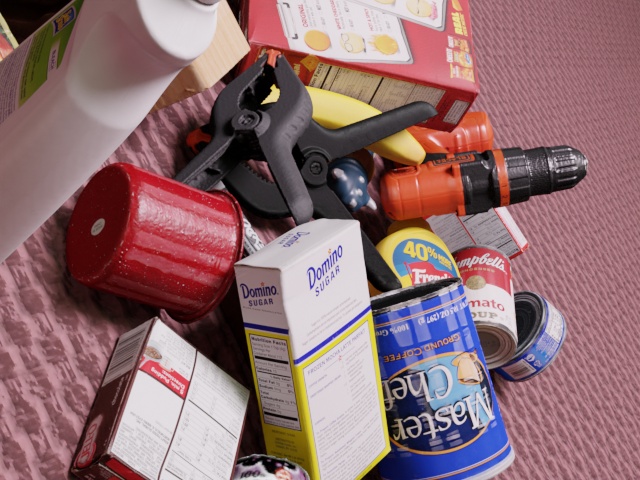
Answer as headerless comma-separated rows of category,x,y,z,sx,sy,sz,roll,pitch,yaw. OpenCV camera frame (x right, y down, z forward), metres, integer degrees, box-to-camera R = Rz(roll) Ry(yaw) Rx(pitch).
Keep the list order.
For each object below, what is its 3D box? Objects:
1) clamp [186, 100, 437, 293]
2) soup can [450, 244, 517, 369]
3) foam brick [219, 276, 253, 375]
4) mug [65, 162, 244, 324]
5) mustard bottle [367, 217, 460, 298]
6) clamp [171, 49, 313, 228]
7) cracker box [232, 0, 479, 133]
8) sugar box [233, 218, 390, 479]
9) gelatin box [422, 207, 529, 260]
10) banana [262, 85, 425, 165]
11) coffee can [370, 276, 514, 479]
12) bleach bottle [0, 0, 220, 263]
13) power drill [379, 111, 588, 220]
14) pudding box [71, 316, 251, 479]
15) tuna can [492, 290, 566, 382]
clamp,-0.006,-0.047,0.864,0.209,0.036,0.164,7,85,-21
soup can,0.150,0.063,1.009,0.068,0.069,0.102,39,35,-28
foam brick,-0.034,0.051,0.778,0.052,0.051,0.078,-8,69,-56
mug,-0.113,-0.008,0.693,0.081,0.093,0.117,21,29,-39
mustard bottle,0.086,0.048,0.941,0.096,0.058,0.191,21,44,-27
clamp,-0.041,-0.071,0.782,0.039,0.120,0.171,76,32,-54
cracker box,0.030,-0.195,0.981,0.213,0.072,0.164,10,53,-14
sugar box,-0.003,0.082,0.713,0.093,0.048,0.176,-31,116,-49
gelatin box,0.157,-0.011,1.080,0.089,0.073,0.030,56,31,-1
banana,-0.006,-0.100,0.913,0.197,0.037,0.069,3,65,-19
coffee can,0.077,0.109,0.801,0.102,0.103,0.140,-20,94,-58
bleach bottle,-0.134,-0.066,0.546,0.068,0.251,0.102,30,41,-37
power drill,0.142,-0.076,1.008,0.187,0.184,0.057,-95,177,-73
pudding box,-0.093,0.115,0.651,0.090,0.039,0.113,42,36,-24
tuna can,0.192,0.091,1.026,0.033,0.086,0.086,39,36,-26
